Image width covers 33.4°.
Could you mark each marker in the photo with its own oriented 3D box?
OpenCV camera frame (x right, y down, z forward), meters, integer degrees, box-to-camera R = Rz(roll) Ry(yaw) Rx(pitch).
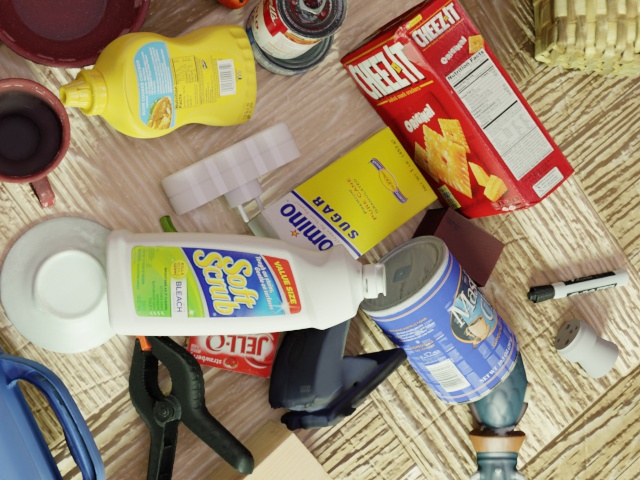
[{"bbox_3d":[0.282,0.050,1.170,0.121,0.020,0.020,-10,91,-17],"label":"marker"}]

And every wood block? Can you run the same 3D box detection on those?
[{"bbox_3d":[-0.085,0.278,1.014,0.206,0.090,0.091,-42,100,-13],"label":"wood block"}]

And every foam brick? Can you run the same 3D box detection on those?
[{"bbox_3d":[0.141,0.007,1.111,0.078,0.051,0.053,33,79,-14],"label":"foam brick"}]

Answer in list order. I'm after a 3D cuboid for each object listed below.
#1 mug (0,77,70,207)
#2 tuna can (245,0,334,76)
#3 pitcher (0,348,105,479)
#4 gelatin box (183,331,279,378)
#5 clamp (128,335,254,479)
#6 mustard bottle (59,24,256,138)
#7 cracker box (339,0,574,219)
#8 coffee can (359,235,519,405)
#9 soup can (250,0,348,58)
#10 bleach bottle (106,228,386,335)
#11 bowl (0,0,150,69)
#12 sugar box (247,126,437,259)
[{"bbox_3d":[-0.271,-0.084,0.970,0.093,0.082,0.117,-29,97,-16],"label":"mug"},{"bbox_3d":[-0.031,-0.209,1.072,0.086,0.034,0.086,0,89,-17],"label":"tuna can"},{"bbox_3d":[-0.304,0.159,0.930,0.149,0.145,0.243,-23,93,-37],"label":"pitcher"},{"bbox_3d":[-0.085,0.091,1.050,0.089,0.030,0.073,15,85,-16],"label":"gelatin box"},{"bbox_3d":[-0.143,0.170,1.006,0.120,0.039,0.171,-35,68,13],"label":"clamp"},{"bbox_3d":[-0.151,-0.145,0.989,0.191,0.058,0.096,-15,108,-37],"label":"mustard bottle"},{"bbox_3d":[0.128,-0.123,1.051,0.072,0.164,0.213,-40,100,-16],"label":"cracker box"},{"bbox_3d":[0.118,0.080,1.060,0.102,0.103,0.140,-46,115,-13],"label":"coffee can"},{"bbox_3d":[-0.022,-0.212,1.002,0.068,0.102,0.068,0,89,-17],"label":"soup can"},{"bbox_3d":[-0.066,0.034,0.978,0.251,0.068,0.102,-3,85,7],"label":"bleach bottle"},{"bbox_3d":[-0.242,-0.236,0.997,0.162,0.055,0.162,0,88,-17],"label":"bowl"},{"bbox_3d":[0.024,-0.030,1.057,0.176,0.048,0.093,-37,92,-30],"label":"sugar box"}]
